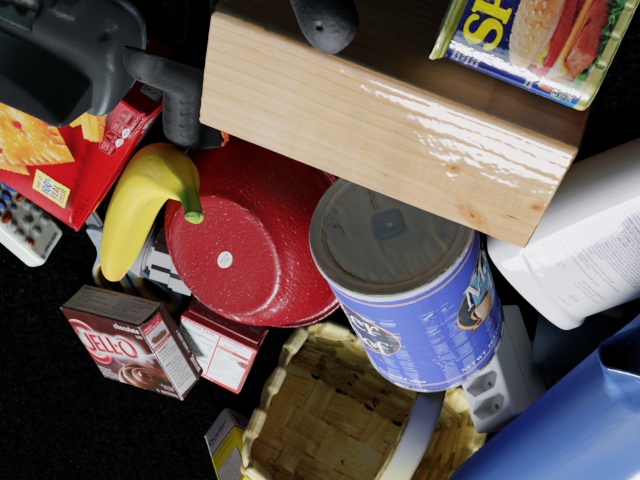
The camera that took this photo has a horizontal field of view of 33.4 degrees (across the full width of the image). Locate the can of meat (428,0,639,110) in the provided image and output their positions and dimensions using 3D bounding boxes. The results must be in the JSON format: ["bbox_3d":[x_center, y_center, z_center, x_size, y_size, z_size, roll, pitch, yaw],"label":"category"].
[{"bbox_3d":[0.112,-0.126,0.537,0.084,0.057,0.102,22,109,0],"label":"can of meat"}]

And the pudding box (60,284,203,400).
[{"bbox_3d":[-0.168,0.089,0.950,0.114,0.039,0.090,6,135,39],"label":"pudding box"}]

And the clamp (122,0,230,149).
[{"bbox_3d":[-0.080,-0.103,0.651,0.039,0.120,0.171,22,147,15],"label":"clamp"}]

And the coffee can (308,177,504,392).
[{"bbox_3d":[0.061,0.025,0.703,0.103,0.102,0.140,7,151,22],"label":"coffee can"}]

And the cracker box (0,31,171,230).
[{"bbox_3d":[-0.220,-0.120,0.742,0.213,0.072,0.164,34,141,-11],"label":"cracker box"}]

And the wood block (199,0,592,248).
[{"bbox_3d":[0.044,-0.089,0.615,0.206,0.090,0.090,22,142,5],"label":"wood block"}]

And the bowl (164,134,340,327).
[{"bbox_3d":[-0.055,0.001,0.760,0.162,0.055,0.162,14,120,25],"label":"bowl"}]

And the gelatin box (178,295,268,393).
[{"bbox_3d":[-0.093,0.093,0.958,0.073,0.030,0.089,26,143,1],"label":"gelatin box"}]

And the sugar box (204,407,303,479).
[{"bbox_3d":[-0.052,0.218,0.995,0.093,0.048,0.176,36,-178,-16],"label":"sugar box"}]

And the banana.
[{"bbox_3d":[-0.124,-0.024,0.744,0.037,0.069,0.198,13,162,-21],"label":"banana"}]

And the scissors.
[{"bbox_3d":[-0.168,0.002,0.901,0.096,0.016,0.202,17,143,15],"label":"scissors"}]
